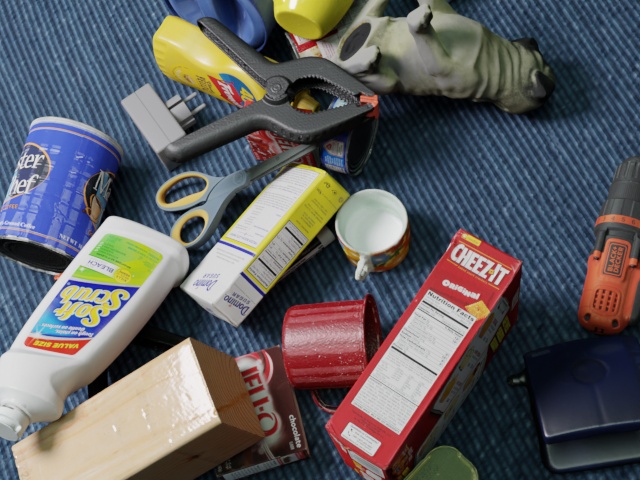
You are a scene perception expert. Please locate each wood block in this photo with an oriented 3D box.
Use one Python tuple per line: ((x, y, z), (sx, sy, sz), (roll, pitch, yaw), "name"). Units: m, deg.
((-0.169, 0.187, 0.988), (0.206, 0.090, 0.090), (-31, 61, 12), "wood block")

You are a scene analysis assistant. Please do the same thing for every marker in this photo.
((-0.037, 0.028, 1.098), (0.121, 0.020, 0.020), (-38, 66, -6), "marker")

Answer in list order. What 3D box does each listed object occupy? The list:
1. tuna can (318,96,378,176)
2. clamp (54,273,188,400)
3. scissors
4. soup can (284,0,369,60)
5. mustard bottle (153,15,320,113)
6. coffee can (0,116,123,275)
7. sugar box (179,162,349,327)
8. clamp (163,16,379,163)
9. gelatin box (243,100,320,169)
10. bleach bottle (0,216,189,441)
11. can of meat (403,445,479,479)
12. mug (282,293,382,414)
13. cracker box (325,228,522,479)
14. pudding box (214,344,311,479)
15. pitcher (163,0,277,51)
((0.030, -0.112, 1.108), (0.034, 0.086, 0.086), (17, 71, 18), "tuna can")
((-0.210, 0.092, 1.093), (0.120, 0.039, 0.171), (-25, 62, -20), "clamp")
((-0.088, -0.043, 1.106), (0.202, 0.016, 0.096), (-8, 72, 28), "scissors")
((0.020, -0.216, 1.164), (0.102, 0.068, 0.068), (-24, 65, -1), "soup can")
((-0.085, -0.175, 1.150), (0.192, 0.096, 0.058), (26, 74, 19), "mustard bottle")
((-0.277, -0.045, 1.127), (0.103, 0.103, 0.140), (9, 69, 14), "coffee can")
((-0.057, 0.001, 1.076), (0.176, 0.048, 0.093), (-52, 27, -10), "sugar box")
((-0.049, -0.134, 1.058), (0.210, 0.036, 0.164), (14, 71, 12), "clamp")
((-0.040, -0.109, 1.117), (0.073, 0.089, 0.030), (12, 70, 15), "gelatin box")
((-0.226, 0.088, 1.022), (0.102, 0.068, 0.250), (23, 49, 7), "bleach bottle")
((0.098, 0.235, 0.950), (0.102, 0.084, 0.057), (-45, 67, -10), "can of meat")
((0.013, 0.112, 1.024), (0.081, 0.093, 0.117), (-5, 103, 13), "mug")
((0.096, 0.114, 0.957), (0.072, 0.164, 0.213), (31, 76, 18), "cracker box")
((-0.066, 0.167, 1.033), (0.090, 0.039, 0.113), (-18, 65, 3), "pudding box")
((-0.062, -0.340, 1.183), (0.149, 0.145, 0.242), (6, 57, 43), "pitcher")
